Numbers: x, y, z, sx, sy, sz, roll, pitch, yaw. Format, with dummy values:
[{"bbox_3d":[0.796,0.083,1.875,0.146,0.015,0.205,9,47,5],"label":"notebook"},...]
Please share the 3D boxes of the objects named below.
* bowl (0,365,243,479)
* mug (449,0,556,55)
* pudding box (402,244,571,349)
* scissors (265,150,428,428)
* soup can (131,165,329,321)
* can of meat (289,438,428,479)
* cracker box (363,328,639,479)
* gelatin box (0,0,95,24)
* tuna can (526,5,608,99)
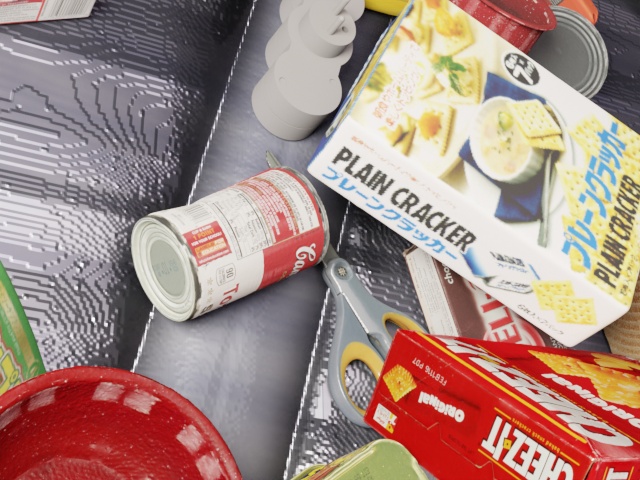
[{"bbox_3d":[-0.119,0.149,0.543,0.161,0.055,0.162,13,60,-25],"label":"bowl"},{"bbox_3d":[0.120,-0.160,0.814,0.093,0.082,0.117,36,33,4],"label":"mug"},{"bbox_3d":[0.117,0.047,0.743,0.089,0.039,0.113,-9,71,-33],"label":"pudding box"},{"bbox_3d":[0.005,0.039,0.696,0.202,0.016,0.096,48,52,-1],"label":"scissors"},{"bbox_3d":[-0.054,0.001,0.647,0.102,0.069,0.068,-23,80,-36],"label":"soup can"},{"bbox_3d":[0.003,0.158,0.591,0.101,0.084,0.057,-29,83,-37],"label":"can of meat"},{"bbox_3d":[0.161,0.118,0.634,0.213,0.164,0.072,10,102,-37],"label":"cracker box"},{"bbox_3d":[-0.195,-0.177,0.677,0.089,0.030,0.073,-14,74,-35],"label":"gelatin box"},{"bbox_3d":[0.188,-0.145,0.869,0.086,0.034,0.086,3,77,-14],"label":"tuna can"}]
